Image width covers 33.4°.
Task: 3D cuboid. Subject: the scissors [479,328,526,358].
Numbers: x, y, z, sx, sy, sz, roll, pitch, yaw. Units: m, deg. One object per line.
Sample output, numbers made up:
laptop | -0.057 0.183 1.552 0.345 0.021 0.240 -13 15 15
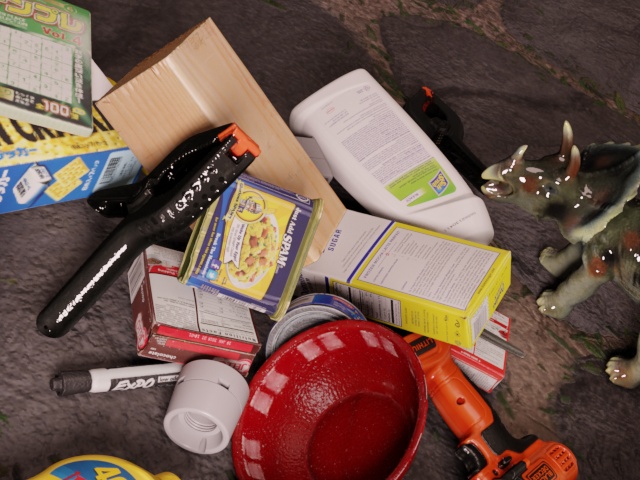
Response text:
scissors | 0.113 0.058 0.975 0.202 0.016 0.096 23 17 28

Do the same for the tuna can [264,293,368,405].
tuna can | -0.001 0.087 0.858 0.086 0.086 0.033 33 14 -1

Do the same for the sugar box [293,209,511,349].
sugar box | 0.068 0.030 0.937 0.176 0.048 0.093 14 44 28

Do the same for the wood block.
wood block | -0.081 -0.069 0.907 0.206 0.091 0.090 54 34 -17

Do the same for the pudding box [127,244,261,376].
pudding box | -0.102 0.054 0.849 0.090 0.039 0.113 16 30 -24

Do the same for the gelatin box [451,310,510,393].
gelatin box | 0.139 0.092 1.008 0.073 0.030 0.089 28 37 -6

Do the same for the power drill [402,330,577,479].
power drill | 0.111 0.167 0.884 0.188 0.057 0.184 50 36 16

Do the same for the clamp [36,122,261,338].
clamp | -0.131 -0.017 0.804 0.036 0.210 0.164 42 39 -26

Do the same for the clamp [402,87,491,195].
clamp | 0.142 -0.114 1.230 0.120 0.039 0.171 23 38 -16

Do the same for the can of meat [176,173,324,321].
can of meat | -0.055 0.001 0.830 0.084 0.102 0.057 21 -4 -12

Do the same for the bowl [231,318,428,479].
bowl | 0.015 0.141 0.793 0.055 0.162 0.162 48 21 -45

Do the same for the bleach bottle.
bleach bottle | 0.076 -0.053 1.026 0.102 0.068 0.251 -33 61 -7

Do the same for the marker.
marker | -0.143 0.102 0.797 0.120 0.020 0.020 0 49 -36
